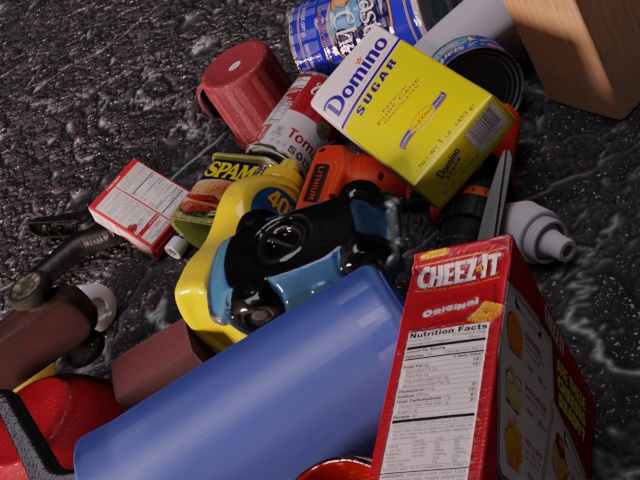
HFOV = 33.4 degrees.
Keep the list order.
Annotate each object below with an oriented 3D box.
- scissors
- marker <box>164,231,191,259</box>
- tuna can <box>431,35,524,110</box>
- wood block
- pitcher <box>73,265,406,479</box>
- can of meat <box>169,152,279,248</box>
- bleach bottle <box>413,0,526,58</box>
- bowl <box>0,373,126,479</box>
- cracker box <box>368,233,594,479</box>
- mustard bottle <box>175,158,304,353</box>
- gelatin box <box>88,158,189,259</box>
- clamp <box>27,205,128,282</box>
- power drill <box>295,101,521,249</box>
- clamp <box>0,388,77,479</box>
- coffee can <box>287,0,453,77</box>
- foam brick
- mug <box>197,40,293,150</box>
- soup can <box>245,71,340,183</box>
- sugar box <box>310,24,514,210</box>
[{"bbox_3d":[0.128,0.032,0.762,0.096,0.016,0.201,21,80,39],"label":"scissors"},{"bbox_3d":[-0.114,-0.032,1.072,0.020,0.020,0.121,8,53,44],"label":"marker"},{"bbox_3d":[0.132,-0.135,0.933,0.086,0.086,0.034,-31,34,6],"label":"tuna can"},{"bbox_3d":[0.205,-0.208,0.854,0.090,0.206,0.090,-44,36,-12],"label":"wood block"},{"bbox_3d":[-0.034,0.124,0.732,0.243,0.145,0.149,-35,44,4],"label":"pitcher"},{"bbox_3d":[-0.084,-0.033,1.018,0.102,0.057,0.084,10,57,45],"label":"can of meat"},{"bbox_3d":[0.139,-0.183,0.972,0.251,0.102,0.068,-36,71,0],"label":"bleach bottle"},{"bbox_3d":[-0.234,0.169,0.910,0.162,0.055,0.162,-23,37,18],"label":"bowl"},{"bbox_3d":[0.093,0.131,0.594,0.072,0.164,0.213,-11,42,27],"label":"cracker box"},{"bbox_3d":[-0.056,0.001,0.921,0.058,0.096,0.191,-8,43,33],"label":"mustard bottle"},{"bbox_3d":[-0.178,-0.032,1.086,0.089,0.030,0.073,30,68,20],"label":"gelatin box"},{"bbox_3d":[-0.249,-0.016,1.147,0.171,0.039,0.120,-28,42,0],"label":"clamp"},{"bbox_3d":[0.070,-0.029,0.889,0.188,0.057,0.184,-5,49,33],"label":"power drill"},{"bbox_3d":[-0.210,0.217,0.804,0.210,0.036,0.164,18,68,26],"label":"clamp"},{"bbox_3d":[0.053,-0.210,1.068,0.140,0.102,0.102,-14,41,27],"label":"coffee can"},{"bbox_3d":[-0.128,0.113,0.889,0.078,0.053,0.051,-32,36,6],"label":"foam brick"},{"bbox_3d":[-0.081,-0.155,1.132,0.117,0.081,0.093,-3,46,37],"label":"mug"},{"bbox_3d":[-0.020,-0.105,1.038,0.069,0.068,0.102,6,53,43],"label":"soup can"},{"bbox_3d":[0.069,-0.106,0.872,0.093,0.048,0.176,-49,43,3],"label":"sugar box"}]
